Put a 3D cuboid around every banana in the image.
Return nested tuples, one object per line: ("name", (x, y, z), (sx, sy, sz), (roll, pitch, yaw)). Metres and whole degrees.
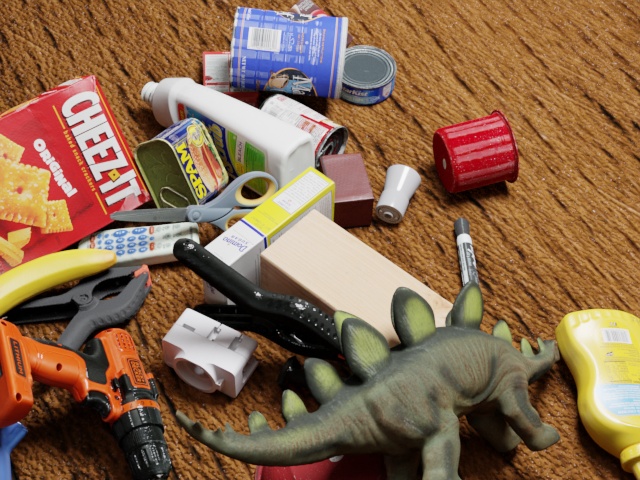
("banana", (-0.315, 0.054, 1.151), (0.070, 0.037, 0.197), (34, 52, 30))

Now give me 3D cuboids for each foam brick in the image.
("foam brick", (0.030, -0.059, 1.283), (0.051, 0.053, 0.078), (-8, 52, -8))

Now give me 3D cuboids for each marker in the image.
("marker", (0.170, 0.022, 1.241), (0.020, 0.020, 0.121), (-1, 50, -3))

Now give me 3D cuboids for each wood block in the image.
("wood block", (0.040, 0.070, 1.151), (0.206, 0.090, 0.090), (35, 58, 24))

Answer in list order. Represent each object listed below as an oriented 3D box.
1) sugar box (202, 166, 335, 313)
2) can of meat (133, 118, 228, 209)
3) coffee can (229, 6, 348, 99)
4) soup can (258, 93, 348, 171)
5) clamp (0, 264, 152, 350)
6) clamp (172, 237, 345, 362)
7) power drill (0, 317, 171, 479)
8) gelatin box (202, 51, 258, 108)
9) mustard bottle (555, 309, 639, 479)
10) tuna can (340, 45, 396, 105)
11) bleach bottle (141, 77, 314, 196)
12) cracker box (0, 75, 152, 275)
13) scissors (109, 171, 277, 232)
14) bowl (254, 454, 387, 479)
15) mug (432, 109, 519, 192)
("sugar box", (-0.058, 0.001, 1.203), (0.176, 0.093, 0.048), (-37, 60, -28))
("can of meat", (-0.161, -0.085, 1.258), (0.058, 0.102, 0.083), (-13, 19, 30))
("coffee can", (-0.040, -0.236, 1.348), (0.140, 0.103, 0.102), (6, 50, -1))
("soup can", (-0.026, -0.133, 1.332), (0.102, 0.068, 0.068), (30, 56, 22))
("clamp", (-0.256, 0.083, 1.163), (0.171, 0.039, 0.120), (-24, 53, -16))
("clamp", (-0.058, 0.070, 1.091), (0.210, 0.164, 0.036), (18, 62, 18))
("power drill", (-0.237, 0.154, 1.034), (0.187, 0.057, 0.184), (21, 32, -46))
("gelatin box", (-0.120, -0.213, 1.421), (0.073, 0.030, 0.089), (-2, 50, -5))
("mustard bottle", (0.311, 0.163, 1.101), (0.096, 0.058, 0.191), (5, 49, -16))
("tuna can", (0.058, -0.221, 1.429), (0.086, 0.034, 0.086), (1, 50, -1))
("bleach bottle", (-0.123, -0.132, 1.321), (0.251, 0.102, 0.068), (28, 47, 28))
("cracker box", (-0.320, -0.070, 1.207), (0.213, 0.164, 0.072), (-31, 20, -24))
("scissors", (-0.130, -0.046, 1.210), (0.201, 0.096, 0.016), (14, 15, -30))
("bowl", (0.015, 0.226, 1.044), (0.162, 0.055, 0.162), (1, 50, -1))
("mug", (0.184, -0.109, 1.314), (0.081, 0.093, 0.117), (-14, 21, -8))
